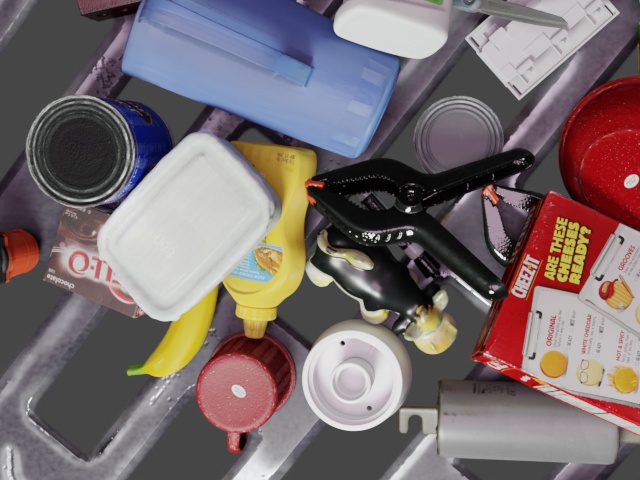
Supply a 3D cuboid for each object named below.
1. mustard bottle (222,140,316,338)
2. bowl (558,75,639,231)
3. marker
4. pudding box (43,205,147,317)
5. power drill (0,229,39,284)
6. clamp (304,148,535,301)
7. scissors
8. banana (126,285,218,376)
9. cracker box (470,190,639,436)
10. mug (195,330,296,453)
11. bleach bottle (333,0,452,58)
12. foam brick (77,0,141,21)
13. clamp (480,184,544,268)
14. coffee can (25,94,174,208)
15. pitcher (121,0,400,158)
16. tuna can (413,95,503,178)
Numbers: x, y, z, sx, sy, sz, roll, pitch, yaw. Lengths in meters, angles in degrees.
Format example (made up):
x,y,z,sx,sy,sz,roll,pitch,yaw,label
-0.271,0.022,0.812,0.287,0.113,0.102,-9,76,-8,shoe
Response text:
x,y,z,sx,sy,sz,roll,pitch,yaw,label
-0.057,0.001,1.047,0.096,0.058,0.192,11,98,35,mustard bottle
0.288,-0.065,0.970,0.162,0.055,0.162,13,118,25,bowl
0.076,-0.009,1.056,0.020,0.020,0.121,-42,89,9,marker
-0.214,0.016,1.078,0.114,0.039,0.090,21,98,18,pudding box
-0.398,0.020,1.049,0.188,0.184,0.057,2,96,17,power drill
0.087,-0.022,0.972,0.210,0.036,0.164,4,55,9,clamp
0.136,-0.240,0.990,0.202,0.016,0.096,5,84,31,scissors
-0.139,0.060,1.082,0.069,0.037,0.198,22,98,5,banana
0.266,0.076,0.965,0.213,0.072,0.164,24,78,1,cracker box
-0.078,0.154,1.060,0.093,0.081,0.117,11,97,6,mug
0.079,-0.297,0.971,0.102,0.068,0.251,14,73,-18,bleach bottle
-0.199,-0.251,1.051,0.078,0.053,0.051,-11,94,9,foam brick
0.210,0.019,1.030,0.171,0.039,0.120,39,90,3,clamp
-0.207,-0.086,1.024,0.103,0.140,0.103,1,95,7,coffee can
-0.053,-0.169,0.986,0.243,0.149,0.145,23,140,-3,pitcher
0.133,-0.096,1.032,0.086,0.033,0.086,1,95,7,tuna can
